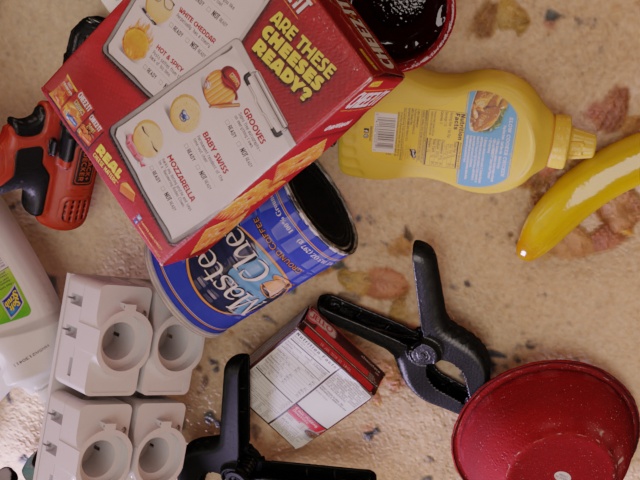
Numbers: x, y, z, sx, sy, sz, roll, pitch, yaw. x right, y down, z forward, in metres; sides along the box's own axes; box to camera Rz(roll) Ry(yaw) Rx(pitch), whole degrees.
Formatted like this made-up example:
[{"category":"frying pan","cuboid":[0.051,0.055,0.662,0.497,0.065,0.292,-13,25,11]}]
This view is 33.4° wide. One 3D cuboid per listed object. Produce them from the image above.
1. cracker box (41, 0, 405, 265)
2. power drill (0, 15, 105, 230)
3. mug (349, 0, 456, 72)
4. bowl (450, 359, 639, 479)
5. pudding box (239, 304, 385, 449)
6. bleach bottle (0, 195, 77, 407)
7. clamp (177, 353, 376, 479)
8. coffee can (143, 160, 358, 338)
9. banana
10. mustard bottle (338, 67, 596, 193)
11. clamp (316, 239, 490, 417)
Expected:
[{"category":"cracker box","cuboid":[-0.073,-0.110,0.752,0.214,0.072,0.164,-39,81,25]},{"category":"power drill","cuboid":[-0.246,-0.088,0.825,0.057,0.187,0.184,36,120,40]},{"category":"mug","cuboid":[0.043,-0.178,0.777,0.117,0.081,0.093,13,113,6]},{"category":"bowl","cuboid":[0.192,0.180,0.884,0.162,0.055,0.162,-1,118,-2]},{"category":"pudding box","cuboid":[-0.014,0.120,0.918,0.090,0.039,0.114,44,125,-6]},{"category":"bleach bottle","cuboid":[-0.288,0.033,0.905,0.103,0.068,0.251,-31,89,10]},{"category":"clamp","cuboid":[-0.058,0.206,0.946,0.164,0.036,0.210,39,128,-1]},{"category":"coffee can","cuboid":[-0.056,0.001,0.856,0.140,0.102,0.103,-32,102,21]},{"category":"banana","cuboid":[0.234,-0.043,0.816,0.198,0.037,0.069,-21,105,18]},{"category":"mustard bottle","cuboid":[0.112,-0.084,0.812,0.192,0.058,0.096,9,121,8]},{"category":"clamp","cuboid":[0.092,0.078,0.888,0.171,0.039,0.120,41,131,-10]}]
